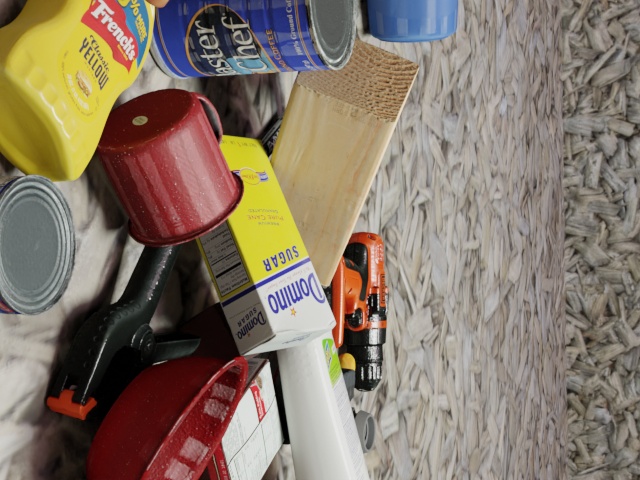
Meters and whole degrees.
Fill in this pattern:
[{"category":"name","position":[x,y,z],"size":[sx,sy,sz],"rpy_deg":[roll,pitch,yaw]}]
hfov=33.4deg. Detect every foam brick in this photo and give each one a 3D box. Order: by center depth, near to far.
[{"category":"foam brick","position":[-0.067,0.073,0.886],"size":[0.078,0.053,0.051],"rpy_deg":[-23,83,-49]}]

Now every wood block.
[{"category":"wood block","position":[0.005,-0.070,0.944],"size":[0.206,0.090,0.090],"rpy_deg":[111,2,-46]}]

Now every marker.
[{"category":"marker","position":[-0.051,-0.090,1.014],"size":[0.121,0.020,0.020],"rpy_deg":[-57,142,-54]}]

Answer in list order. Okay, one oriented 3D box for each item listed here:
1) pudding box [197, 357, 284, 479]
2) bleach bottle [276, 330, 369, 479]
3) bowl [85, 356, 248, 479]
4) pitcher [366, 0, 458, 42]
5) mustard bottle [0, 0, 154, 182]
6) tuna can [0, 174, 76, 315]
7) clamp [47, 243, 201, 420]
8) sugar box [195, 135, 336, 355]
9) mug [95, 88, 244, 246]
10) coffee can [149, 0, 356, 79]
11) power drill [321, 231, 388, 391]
[{"category":"pudding box","position":[-0.071,0.163,0.899],"size":[0.113,0.039,0.090],"rpy_deg":[-51,137,-57]},{"category":"bleach bottle","position":[-0.006,0.134,0.976],"size":[0.102,0.068,0.251],"rpy_deg":[-58,137,-80]},{"category":"bowl","position":[-0.116,0.140,0.756],"size":[0.162,0.055,0.162],"rpy_deg":[-56,167,-20]},{"category":"pitcher","position":[0.106,-0.367,1.280],"size":[0.149,0.145,0.243],"rpy_deg":[-29,122,-52]},{"category":"mustard bottle","position":[-0.154,-0.133,0.698],"size":[0.191,0.058,0.096],"rpy_deg":[-70,147,-40]},{"category":"tuna can","position":[-0.187,0.003,0.651],"size":[0.086,0.034,0.086],"rpy_deg":[1,90,-69]},{"category":"clamp","position":[-0.136,0.078,0.779],"size":[0.171,0.039,0.120],"rpy_deg":[-56,143,-42]},{"category":"sugar box","position":[-0.055,0.001,0.860],"size":[0.093,0.048,0.176],"rpy_deg":[-3,64,-58]},{"category":"mug","position":[-0.107,-0.063,0.776],"size":[0.117,0.093,0.081],"rpy_deg":[-56,137,-39]},{"category":"coffee can","position":[-0.054,-0.182,0.838],"size":[0.102,0.140,0.103],"rpy_deg":[1,90,-68]},{"category":"power drill","position":[0.026,0.080,1.168],"size":[0.187,0.057,0.184],"rpy_deg":[7,80,-71]}]
